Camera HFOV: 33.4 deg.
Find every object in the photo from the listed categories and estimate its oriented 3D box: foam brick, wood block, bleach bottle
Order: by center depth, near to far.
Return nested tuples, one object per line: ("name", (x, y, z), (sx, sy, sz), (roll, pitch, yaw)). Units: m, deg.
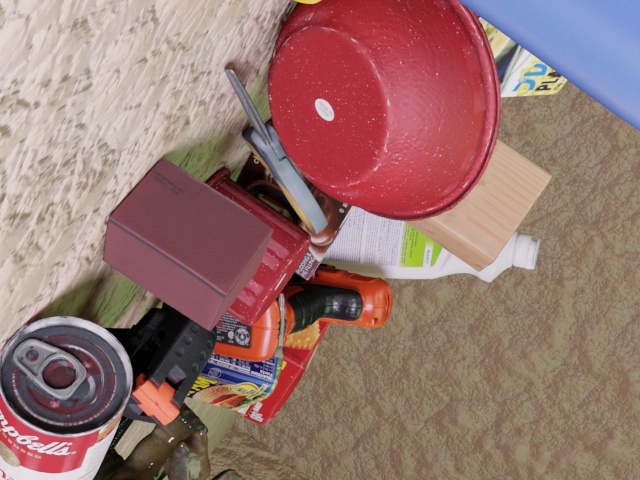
("foam brick", (-0.074, 0.003, 0.598), (0.053, 0.078, 0.051), (-53, 174, -31))
("wood block", (0.079, -0.070, 0.904), (0.091, 0.206, 0.090), (-55, 176, -5))
("bleach bottle", (0.075, -0.003, 0.995), (0.068, 0.251, 0.102), (-48, 146, -63))

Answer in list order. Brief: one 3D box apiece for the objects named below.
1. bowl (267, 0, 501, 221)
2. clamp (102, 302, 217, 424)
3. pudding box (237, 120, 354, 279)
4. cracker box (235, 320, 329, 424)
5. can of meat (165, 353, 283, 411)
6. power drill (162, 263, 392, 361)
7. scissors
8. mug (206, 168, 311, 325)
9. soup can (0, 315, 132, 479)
("bowl", (0.021, -0.081, 0.613), (0.055, 0.162, 0.162), (-23, 154, -43))
("clamp", (-0.105, 0.066, 0.658), (0.120, 0.039, 0.171), (-43, -165, 18))
("pudding box", (-0.020, -0.035, 0.853), (0.114, 0.090, 0.039), (-60, 176, 37))
("cracker box", (-0.018, 0.073, 1.131), (0.213, 0.072, 0.164), (-56, 178, -35))
("can of meat", (-0.095, 0.117, 0.987), (0.102, 0.083, 0.057), (-30, -134, 52))
("power drill", (-0.053, 0.050, 0.918), (0.187, 0.185, 0.057), (-14, 108, -61))
("scissors", (-0.042, -0.072, 0.698), (0.016, 0.096, 0.201), (-37, 143, -4))
("mug", (-0.055, 0.001, 0.782), (0.117, 0.081, 0.093), (-52, 175, -42))
("soup can", (-0.145, 0.095, 0.580), (0.068, 0.068, 0.102), (-52, 175, -39))
